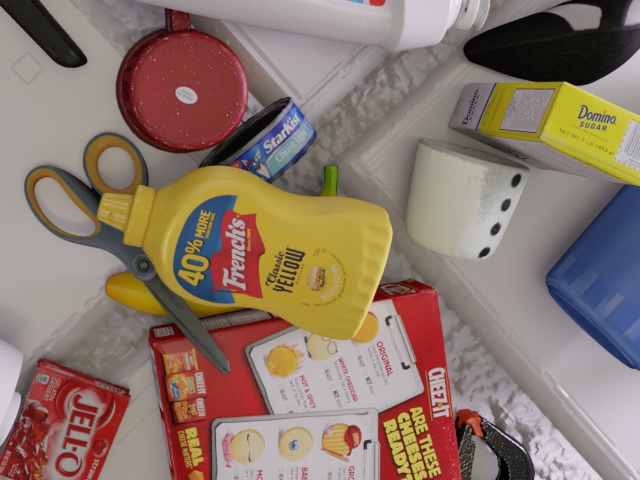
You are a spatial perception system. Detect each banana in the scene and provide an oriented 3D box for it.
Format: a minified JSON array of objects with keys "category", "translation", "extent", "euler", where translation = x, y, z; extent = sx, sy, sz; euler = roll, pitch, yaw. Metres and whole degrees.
[{"category":"banana","translation":[-0.060,0.017,0.801],"extent":[0.197,0.037,0.069],"euler":[-27,80,-9]}]

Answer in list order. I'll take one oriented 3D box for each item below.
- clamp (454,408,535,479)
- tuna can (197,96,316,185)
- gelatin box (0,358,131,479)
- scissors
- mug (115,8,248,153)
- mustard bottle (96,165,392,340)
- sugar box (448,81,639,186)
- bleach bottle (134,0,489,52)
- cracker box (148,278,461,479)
[{"category":"clamp","translation":[0.154,0.218,0.874],"extent":[0.120,0.039,0.171],"euler":[-11,100,-16]},{"category":"tuna can","translation":[-0.045,-0.063,0.764],"extent":[0.086,0.086,0.033],"euler":[-40,106,-4]},{"category":"gelatin box","translation":[-0.191,0.141,0.792],"extent":[0.073,0.030,0.089],"euler":[23,93,-15]},{"category":"scissors","translation":[-0.119,-0.001,0.759],"extent":[0.202,0.016,0.096],"euler":[35,78,7]},{"category":"mug","translation":[-0.096,-0.117,0.747],"extent":[0.093,0.081,0.117],"euler":[-3,99,-12]},{"category":"mustard bottle","translation":[-0.055,0.001,0.720],"extent":[0.191,0.058,0.096],"euler":[15,114,-9]},{"category":"sugar box","translation":[0.166,-0.079,0.760],"extent":[0.093,0.176,0.048],"euler":[22,95,-15]},{"category":"bleach bottle","translation":[-0.009,-0.187,0.713],"extent":[0.250,0.068,0.102],"euler":[10,72,-11]},{"category":"cracker box","translation":[-0.012,0.128,0.808],"extent":[0.213,0.072,0.164],"euler":[-10,100,-11]}]
